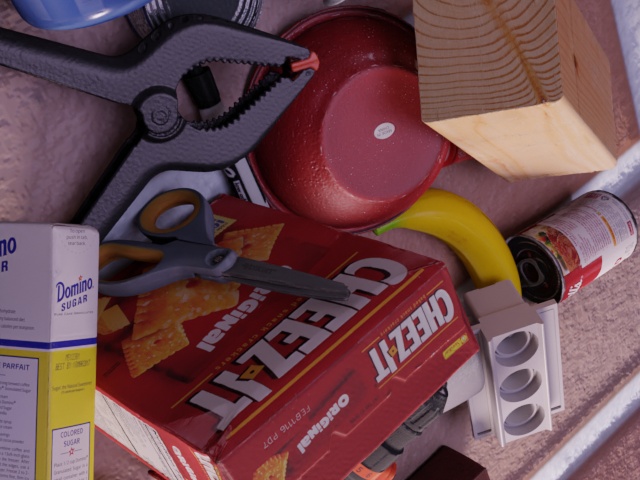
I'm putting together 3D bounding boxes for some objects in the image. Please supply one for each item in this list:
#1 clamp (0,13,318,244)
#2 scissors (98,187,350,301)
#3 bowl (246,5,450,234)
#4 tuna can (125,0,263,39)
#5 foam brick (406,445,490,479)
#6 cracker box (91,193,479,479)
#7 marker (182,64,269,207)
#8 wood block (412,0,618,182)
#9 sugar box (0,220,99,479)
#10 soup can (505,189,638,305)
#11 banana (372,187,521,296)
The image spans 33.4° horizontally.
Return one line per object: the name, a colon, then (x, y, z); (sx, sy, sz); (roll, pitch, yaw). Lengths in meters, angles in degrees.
clamp: (-0.100, -0.065, 0.627); (0.209, 0.036, 0.164); (-15, 114, -15)
scissors: (-0.054, 0.001, 0.616); (0.016, 0.202, 0.096); (61, 40, -35)
bowl: (0.031, -0.075, 0.719); (0.161, 0.055, 0.162); (-6, 106, -23)
tuna can: (-0.078, -0.154, 0.652); (0.085, 0.034, 0.086); (-10, 107, -36)
foam brick: (0.099, 0.216, 0.867); (0.078, 0.051, 0.053); (-37, 121, -26)
cracker box: (-0.045, 0.058, 0.612); (0.164, 0.214, 0.072); (-40, 122, -24)
marker: (-0.060, -0.061, 0.698); (0.020, 0.020, 0.121); (-36, 121, -26)
wood block: (0.141, -0.107, 0.735); (0.205, 0.090, 0.091); (18, 67, -65)
sugar box: (-0.168, 0.077, 0.579); (0.048, 0.093, 0.176); (6, 87, -63)
soup can: (0.208, 0.006, 0.892); (0.102, 0.069, 0.068); (-28, 117, -31)
banana: (0.115, 0.014, 0.845); (0.070, 0.037, 0.197); (-45, 125, 7)
